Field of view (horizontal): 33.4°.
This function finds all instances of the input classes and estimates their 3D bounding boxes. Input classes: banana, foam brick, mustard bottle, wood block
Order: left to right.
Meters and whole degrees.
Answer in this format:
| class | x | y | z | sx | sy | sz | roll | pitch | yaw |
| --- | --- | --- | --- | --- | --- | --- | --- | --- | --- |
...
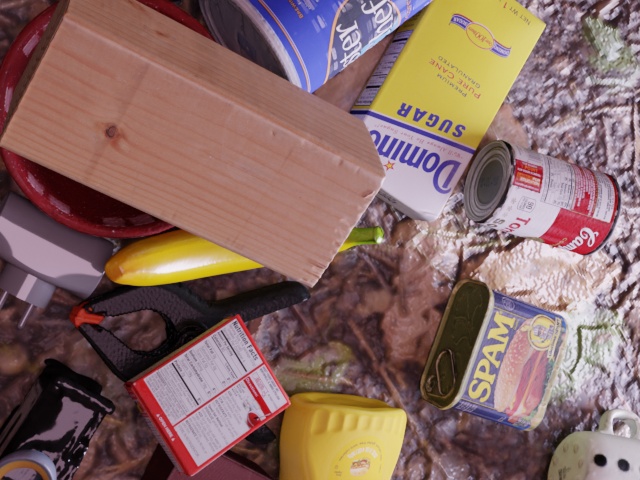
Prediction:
| class | x | y | z | sx | sy | sz | roll | pitch | yaw |
| --- | --- | --- | --- | --- | --- | --- | --- | --- | --- |
| wood block | -0.075 | -0.065 | 0.646 | 0.205 | 0.090 | 0.091 | 26 | 113 | -20 |
| foam brick | -0.080 | 0.173 | 0.759 | 0.078 | 0.053 | 0.051 | 32 | 83 | -19 |
| banana | -0.058 | 0.003 | 0.742 | 0.197 | 0.070 | 0.037 | -10 | 86 | -23 |
| mustard bottle | 0.003 | 0.212 | 0.789 | 0.096 | 0.058 | 0.191 | 10 | 92 | -38 |

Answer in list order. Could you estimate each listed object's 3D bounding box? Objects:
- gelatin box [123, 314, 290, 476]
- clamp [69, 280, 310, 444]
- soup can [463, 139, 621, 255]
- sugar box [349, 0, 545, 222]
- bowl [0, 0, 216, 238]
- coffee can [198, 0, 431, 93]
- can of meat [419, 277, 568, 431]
| class | x | y | z | sx | sy | sz | roll | pitch | yaw |
| --- | --- | --- | --- | --- | --- | --- | --- | --- | --- |
| gelatin box | -0.075 | 0.103 | 0.720 | 0.089 | 0.030 | 0.073 | -33 | 95 | -24 |
| clamp | -0.087 | 0.063 | 0.756 | 0.171 | 0.039 | 0.120 | 26 | 74 | -23 |
| soup can | 0.171 | -0.033 | 0.826 | 0.102 | 0.069 | 0.068 | 15 | 89 | -20 |
| sugar box | 0.086 | -0.111 | 0.800 | 0.093 | 0.048 | 0.176 | 31 | 83 | -20 |
| bowl | -0.137 | -0.083 | 0.714 | 0.162 | 0.055 | 0.162 | -2 | 95 | -20 |
| coffee can | 0.002 | -0.171 | 0.733 | 0.140 | 0.103 | 0.103 | -39 | 106 | -13 |
| can of meat | 0.137 | 0.091 | 0.831 | 0.083 | 0.058 | 0.102 | 20 | 88 | -24 |
